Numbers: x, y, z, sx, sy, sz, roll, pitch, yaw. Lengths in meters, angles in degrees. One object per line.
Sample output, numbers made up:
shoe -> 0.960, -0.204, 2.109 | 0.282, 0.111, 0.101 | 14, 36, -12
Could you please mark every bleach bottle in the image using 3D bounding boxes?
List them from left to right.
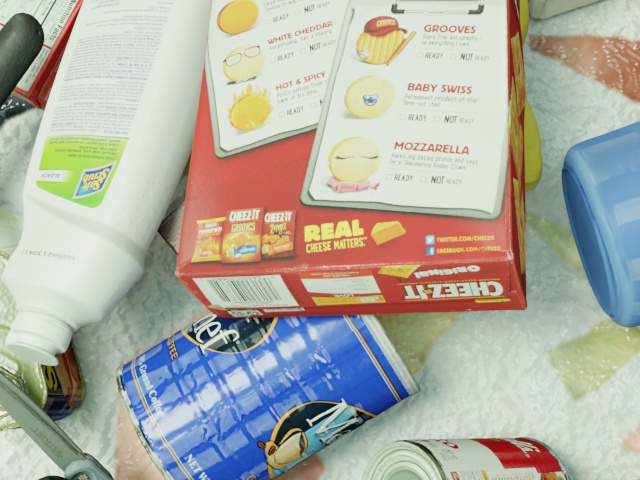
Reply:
bleach bottle -> -0.124, -0.051, 0.607 | 0.103, 0.068, 0.250 | 2, 62, 30

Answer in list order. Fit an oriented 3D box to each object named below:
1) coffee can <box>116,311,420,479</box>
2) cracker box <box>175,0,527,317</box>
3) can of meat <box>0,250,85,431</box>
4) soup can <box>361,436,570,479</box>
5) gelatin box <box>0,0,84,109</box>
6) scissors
coffee can -> -0.029, 0.078, 0.606 | 0.140, 0.103, 0.103 | -32, 80, 0
cracker box -> 0.023, -0.068, 0.561 | 0.164, 0.072, 0.213 | -4, 62, 16
can of meat -> -0.183, 0.062, 0.632 | 0.057, 0.084, 0.102 | -17, 80, 2
soup can -> 0.079, 0.141, 0.579 | 0.069, 0.102, 0.068 | -11, 75, 49
gelatin box -> -0.202, -0.137, 0.691 | 0.089, 0.030, 0.073 | 26, 83, 9
scissors -> -0.140, 0.147, 0.601 | 0.201, 0.016, 0.096 | 38, 104, -23
